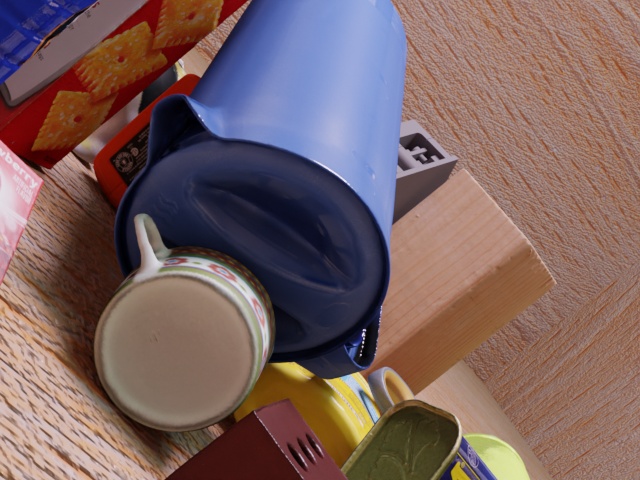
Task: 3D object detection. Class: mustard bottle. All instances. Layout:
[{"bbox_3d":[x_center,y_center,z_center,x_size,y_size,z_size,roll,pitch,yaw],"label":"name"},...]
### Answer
[{"bbox_3d":[0.001,0.108,0.658,0.096,0.058,0.191,49,5,5],"label":"mustard bottle"}]

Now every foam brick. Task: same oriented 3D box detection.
[{"bbox_3d":[-0.025,0.106,0.459,0.053,0.051,0.078,52,4,9],"label":"foam brick"}]

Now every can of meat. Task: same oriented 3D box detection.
[{"bbox_3d":[0.048,0.148,0.542,0.058,0.102,0.084,14,-32,54],"label":"can of meat"}]

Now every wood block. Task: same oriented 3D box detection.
[{"bbox_3d":[0.071,0.054,0.849,0.090,0.206,0.090,54,6,36],"label":"wood block"}]

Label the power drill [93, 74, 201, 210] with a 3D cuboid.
[{"bbox_3d":[-0.063,-0.068,0.768,0.057,0.184,0.187,52,14,13],"label":"power drill"}]

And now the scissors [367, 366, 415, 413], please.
[{"bbox_3d":[0.075,0.130,0.725,0.096,0.016,0.201,65,14,12],"label":"scissors"}]

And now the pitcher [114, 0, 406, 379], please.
[{"bbox_3d":[-0.011,-0.050,0.597,0.145,0.149,0.242,18,38,-2],"label":"pitcher"}]

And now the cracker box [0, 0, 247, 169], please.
[{"bbox_3d":[-0.130,-0.172,0.609,0.164,0.214,0.072,53,5,20],"label":"cracker box"}]
